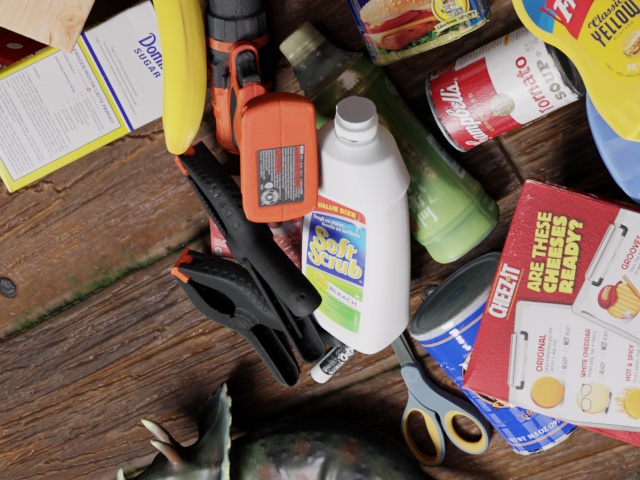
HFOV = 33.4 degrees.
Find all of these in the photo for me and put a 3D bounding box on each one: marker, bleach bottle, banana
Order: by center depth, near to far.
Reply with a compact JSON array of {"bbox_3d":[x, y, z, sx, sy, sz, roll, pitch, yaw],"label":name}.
[{"bbox_3d":[0.025,-0.016,0.846,0.103,0.068,0.251,36,151,28],"label":"bleach bottle"},{"bbox_3d":[-0.117,-0.165,0.852,0.070,0.037,0.198,17,118,60],"label":"banana"},{"bbox_3d":[0.029,0.095,0.987,0.020,0.020,0.121,39,131,-3],"label":"marker"}]

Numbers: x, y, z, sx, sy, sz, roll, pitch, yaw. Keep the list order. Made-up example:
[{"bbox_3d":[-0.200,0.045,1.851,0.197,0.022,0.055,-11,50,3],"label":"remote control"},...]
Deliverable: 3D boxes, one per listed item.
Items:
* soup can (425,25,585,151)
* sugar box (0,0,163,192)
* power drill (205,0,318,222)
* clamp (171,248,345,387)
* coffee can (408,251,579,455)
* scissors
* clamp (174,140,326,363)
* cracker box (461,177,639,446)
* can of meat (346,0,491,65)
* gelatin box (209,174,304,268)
[{"bbox_3d":[0.141,-0.118,0.812,0.102,0.068,0.068,-24,107,28],"label":"soup can"},{"bbox_3d":[-0.203,-0.123,0.893,0.176,0.048,0.093,-29,109,-13],"label":"sugar box"},{"bbox_3d":[-0.049,-0.117,0.817,0.057,0.188,0.184,-9,127,-9],"label":"power drill"},{"bbox_3d":[-0.065,0.073,0.995,0.171,0.039,0.120,32,135,1],"label":"clamp"},{"bbox_3d":[0.158,0.095,0.900,0.103,0.102,0.140,-35,101,31],"label":"coffee can"},{"bbox_3d":[0.104,0.128,0.987,0.096,0.016,0.202,1,118,23],"label":"scissors"},{"bbox_3d":[-0.056,0.001,0.878,0.036,0.164,0.210,-32,79,-11],"label":"clamp"},{"bbox_3d":[0.231,0.060,0.785,0.214,0.072,0.164,17,99,10],"label":"cracker box"},{"bbox_3d":[0.069,-0.189,0.806,0.102,0.057,0.084,-16,113,26],"label":"can of meat"},{"bbox_3d":[-0.056,-0.017,0.960,0.089,0.030,0.073,8,119,16],"label":"gelatin box"}]
